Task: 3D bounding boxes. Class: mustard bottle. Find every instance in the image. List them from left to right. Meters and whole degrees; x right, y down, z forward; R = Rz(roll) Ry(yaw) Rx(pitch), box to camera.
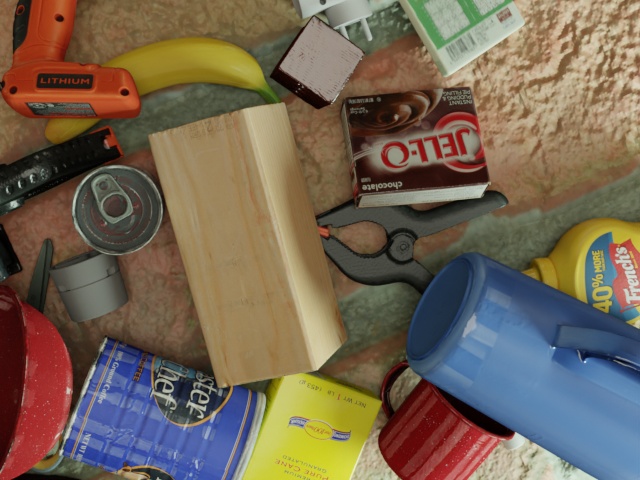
[{"bbox_3d":[0.259,0.027,0.921,0.191,0.058,0.096,-7,100,-5],"label":"mustard bottle"}]

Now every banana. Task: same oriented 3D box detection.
[{"bbox_3d":[-0.133,-0.128,0.878,0.197,0.037,0.069,-10,95,-5],"label":"banana"}]

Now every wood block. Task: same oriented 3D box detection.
[{"bbox_3d":[-0.056,0.001,0.858,0.090,0.090,0.206,-13,96,18],"label":"wood block"}]

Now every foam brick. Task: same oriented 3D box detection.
[{"bbox_3d":[-0.004,-0.143,0.870,0.053,0.078,0.051,34,89,-8],"label":"foam brick"}]

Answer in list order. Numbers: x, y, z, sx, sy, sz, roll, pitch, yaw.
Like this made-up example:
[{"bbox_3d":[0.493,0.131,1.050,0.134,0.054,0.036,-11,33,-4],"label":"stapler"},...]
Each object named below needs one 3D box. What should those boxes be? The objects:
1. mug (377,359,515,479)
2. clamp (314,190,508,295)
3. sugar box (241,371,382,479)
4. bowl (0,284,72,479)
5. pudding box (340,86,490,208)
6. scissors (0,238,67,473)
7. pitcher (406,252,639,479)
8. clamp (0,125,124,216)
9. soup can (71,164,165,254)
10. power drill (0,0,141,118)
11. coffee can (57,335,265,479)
[{"bbox_3d":[0.094,0.153,0.899,0.117,0.093,0.082,45,111,26],"label":"mug"},{"bbox_3d":[0.073,0.014,0.911,0.171,0.039,0.120,2,90,0],"label":"clamp"},{"bbox_3d":[-0.024,0.199,0.908,0.093,0.048,0.176,21,90,-13],"label":"sugar box"},{"bbox_3d":[-0.237,0.118,0.830,0.055,0.162,0.162,13,93,-35],"label":"bowl"},{"bbox_3d":[0.078,-0.077,0.889,0.113,0.039,0.090,-7,70,-4],"label":"pudding box"},{"bbox_3d":[-0.232,0.108,0.896,0.096,0.016,0.202,27,92,-5],"label":"scissors"},{"bbox_3d":[0.200,0.105,0.853,0.242,0.145,0.149,28,113,-13],"label":"pitcher"},{"bbox_3d":[-0.252,-0.037,0.821,0.209,0.165,0.036,-25,95,-12],"label":"clamp"},{"bbox_3d":[-0.158,-0.027,0.850,0.068,0.102,0.068,0,95,-6],"label":"soup can"},{"bbox_3d":[-0.177,-0.191,0.840,0.184,0.057,0.187,-1,78,1],"label":"power drill"},{"bbox_3d":[-0.128,0.149,0.867,0.140,0.103,0.103,22,92,-7],"label":"coffee can"}]
